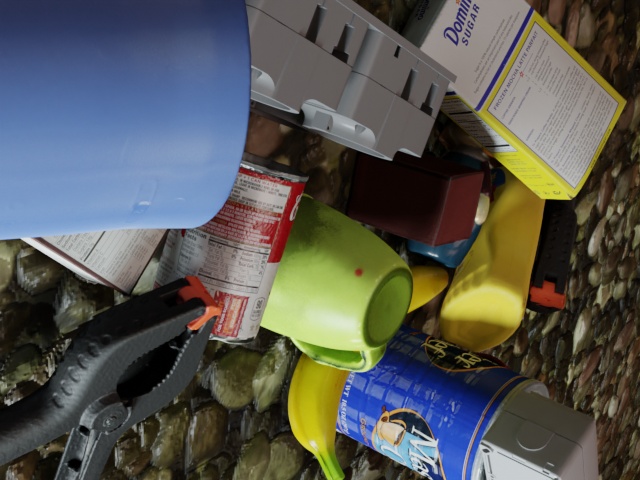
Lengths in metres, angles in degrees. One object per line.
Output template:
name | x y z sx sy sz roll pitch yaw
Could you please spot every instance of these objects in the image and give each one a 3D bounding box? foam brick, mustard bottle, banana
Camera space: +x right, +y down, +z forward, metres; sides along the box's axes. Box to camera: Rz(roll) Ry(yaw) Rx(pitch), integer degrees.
foam brick | 0.068 -0.033 0.758 0.052 0.078 0.051 -11 115 -52
mustard bottle | 0.148 -0.010 0.870 0.096 0.058 0.191 114 -3 -55
banana | 0.028 0.079 0.784 0.069 0.037 0.197 42 59 -16

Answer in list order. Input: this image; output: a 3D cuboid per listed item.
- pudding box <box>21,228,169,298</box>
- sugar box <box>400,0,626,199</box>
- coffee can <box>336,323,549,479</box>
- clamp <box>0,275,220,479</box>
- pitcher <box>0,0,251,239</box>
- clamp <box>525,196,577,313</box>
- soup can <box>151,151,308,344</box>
pudding box | -0.116 -0.033 0.537 0.090 0.039 0.113 -60 144 -11
sugar box | 0.137 -0.115 0.772 0.176 0.048 0.093 37 74 -24
coffee can | 0.090 0.130 0.824 0.102 0.140 0.103 -31 132 -42
clamp | -0.126 0.084 0.556 0.171 0.039 0.120 -52 150 9
pitcher | -0.150 -0.063 0.338 0.242 0.145 0.149 -8 106 -31
clamp | 0.197 0.009 0.925 0.209 0.036 0.165 -67 169 -55
soup can | -0.054 0.001 0.615 0.068 0.069 0.102 7 103 -55
